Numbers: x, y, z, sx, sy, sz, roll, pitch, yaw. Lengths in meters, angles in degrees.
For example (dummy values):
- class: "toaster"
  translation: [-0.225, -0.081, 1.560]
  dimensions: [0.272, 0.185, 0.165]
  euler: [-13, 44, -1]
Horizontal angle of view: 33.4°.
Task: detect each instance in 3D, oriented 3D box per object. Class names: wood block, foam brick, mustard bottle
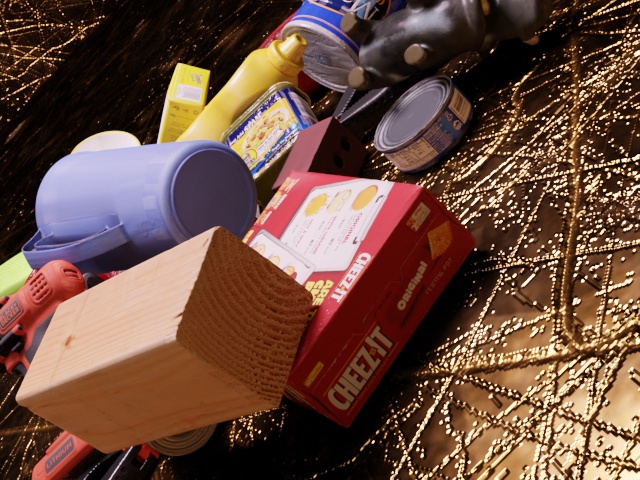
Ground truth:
- class: "wood block"
  translation: [-0.113, 0.076, 0.745]
  dimensions: [0.207, 0.090, 0.090]
  euler: [-23, 39, 45]
- class: "foam brick"
  translation: [0.001, -0.065, 0.985]
  dimensions: [0.051, 0.053, 0.078]
  euler: [-23, 34, 45]
- class: "mustard bottle"
  translation: [-0.078, -0.145, 1.129]
  dimensions: [0.192, 0.058, 0.096]
  euler: [-44, -11, 31]

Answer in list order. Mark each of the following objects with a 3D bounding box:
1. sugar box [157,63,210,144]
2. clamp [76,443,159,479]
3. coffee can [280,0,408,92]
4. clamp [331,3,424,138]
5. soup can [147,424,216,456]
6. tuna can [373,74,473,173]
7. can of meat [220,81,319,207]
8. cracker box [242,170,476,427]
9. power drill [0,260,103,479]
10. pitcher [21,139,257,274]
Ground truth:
- class: "sugar box"
  translation: [-0.170, -0.108, 1.257]
  dimensions: [0.093, 0.048, 0.176]
  euler: [-88, 11, -56]
- class: "clamp"
  translation: [-0.205, 0.234, 0.891]
  dimensions: [0.171, 0.039, 0.120]
  euler: [-43, 25, 10]
- class: "coffee can"
  translation: [0.038, -0.243, 1.132]
  dimensions: [0.140, 0.102, 0.103]
  euler: [-56, 24, -18]
- class: "clamp"
  translation: [0.085, -0.175, 1.030]
  dimensions: [0.210, 0.036, 0.165]
  euler: [-52, 24, -9]
- class: "soup can"
  translation: [-0.130, 0.131, 0.886]
  dimensions: [0.068, 0.068, 0.102]
  euler: [-51, 24, -8]
- class: "tuna can"
  translation: [0.088, -0.099, 0.909]
  dimensions: [0.086, 0.033, 0.086]
  euler: [-38, 25, 21]
- class: "can of meat"
  translation: [-0.043, -0.094, 1.072]
  dimensions: [0.102, 0.057, 0.084]
  euler: [-42, 46, 16]
- class: "cracker box"
  translation: [-0.001, 0.035, 0.809]
  dimensions: [0.164, 0.072, 0.214]
  euler: [-55, 25, -11]
- class: "power drill"
  translation: [-0.261, 0.138, 0.984]
  dimensions: [0.185, 0.057, 0.188]
  euler: [-42, 65, 23]
- class: "pitcher"
  translation: [-0.179, -0.028, 1.049]
  dimensions: [0.243, 0.144, 0.149]
  euler: [-4, 70, 51]
